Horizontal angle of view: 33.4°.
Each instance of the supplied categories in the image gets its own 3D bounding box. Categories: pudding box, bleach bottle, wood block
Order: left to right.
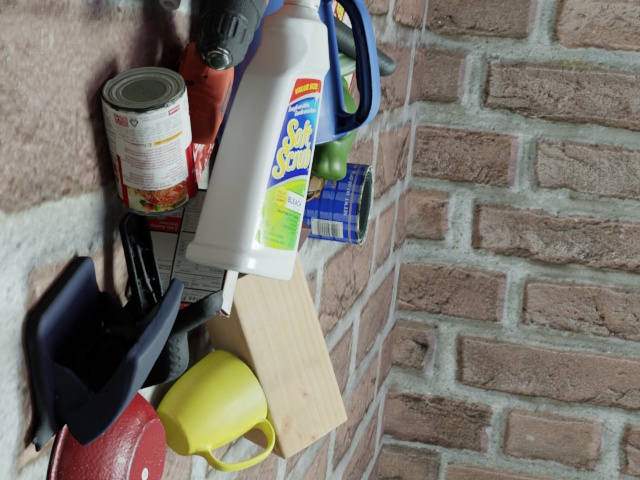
[{"bbox_3d":[-0.118,0.008,0.968,0.039,0.090,0.113,60,39,-72],"label":"pudding box"},{"bbox_3d":[-0.054,0.113,1.134,0.090,0.091,0.206,-28,112,-29],"label":"wood block"},{"bbox_3d":[-0.043,-0.096,0.904,0.102,0.068,0.251,15,86,-61],"label":"bleach bottle"}]

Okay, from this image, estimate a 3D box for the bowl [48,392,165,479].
[{"bbox_3d":[-0.173,0.192,0.908,0.162,0.055,0.162,8,90,-79],"label":"bowl"}]

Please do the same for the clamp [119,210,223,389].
[{"bbox_3d":[-0.144,0.058,0.910,0.039,0.120,0.172,-17,150,-38],"label":"clamp"}]

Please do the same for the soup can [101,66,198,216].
[{"bbox_3d":[-0.137,-0.080,0.864,0.068,0.068,0.102,-69,162,-50],"label":"soup can"}]

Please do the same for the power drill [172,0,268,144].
[{"bbox_3d":[-0.086,-0.167,0.904,0.188,0.057,0.184,123,-16,-50],"label":"power drill"}]

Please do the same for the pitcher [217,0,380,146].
[{"bbox_3d":[-0.036,-0.213,1.049,0.145,0.149,0.243,-145,-132,-66],"label":"pitcher"}]

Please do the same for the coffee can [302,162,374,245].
[{"bbox_3d":[-0.010,-0.053,1.351,0.102,0.140,0.103,8,90,-79],"label":"coffee can"}]
